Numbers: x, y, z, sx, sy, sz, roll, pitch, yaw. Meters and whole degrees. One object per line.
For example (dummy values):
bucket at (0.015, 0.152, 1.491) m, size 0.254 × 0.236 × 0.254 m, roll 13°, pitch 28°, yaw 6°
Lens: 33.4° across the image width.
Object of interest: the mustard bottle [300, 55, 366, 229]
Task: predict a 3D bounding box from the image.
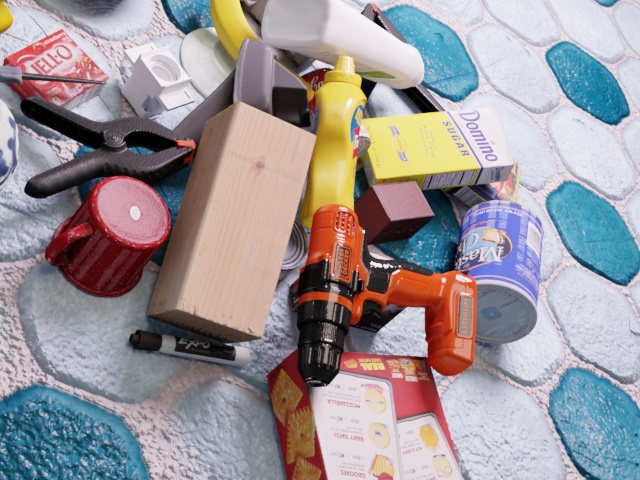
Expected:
mustard bottle at (0.016, -0.108, 1.172) m, size 0.058 × 0.096 × 0.191 m, roll 5°, pitch 83°, yaw 7°

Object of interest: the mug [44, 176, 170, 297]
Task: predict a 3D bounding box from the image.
mug at (-0.200, -0.004, 0.987) m, size 0.117 × 0.082 × 0.093 m, roll -14°, pitch 68°, yaw -43°

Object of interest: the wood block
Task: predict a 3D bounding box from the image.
wood block at (-0.084, -0.014, 1.022) m, size 0.090 × 0.090 × 0.206 m, roll 22°, pitch 73°, yaw -23°

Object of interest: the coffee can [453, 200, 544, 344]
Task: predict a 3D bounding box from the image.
coffee can at (0.208, 0.036, 1.258) m, size 0.102 × 0.103 × 0.140 m, roll 31°, pitch 44°, yaw -15°

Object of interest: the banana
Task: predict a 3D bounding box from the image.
banana at (-0.080, -0.236, 1.246) m, size 0.069 × 0.037 × 0.198 m, roll -25°, pitch 76°, yaw -11°

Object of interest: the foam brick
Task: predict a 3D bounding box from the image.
foam brick at (0.083, -0.033, 1.250) m, size 0.078 × 0.053 × 0.051 m, roll -9°, pitch 64°, yaw -41°

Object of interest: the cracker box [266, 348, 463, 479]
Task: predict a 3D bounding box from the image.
cracker box at (0.049, 0.215, 1.021) m, size 0.163 × 0.072 × 0.214 m, roll 7°, pitch 55°, yaw -33°

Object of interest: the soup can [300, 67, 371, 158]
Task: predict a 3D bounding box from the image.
soup can at (0.009, -0.144, 1.268) m, size 0.068 × 0.069 × 0.102 m, roll -9°, pitch 66°, yaw -42°

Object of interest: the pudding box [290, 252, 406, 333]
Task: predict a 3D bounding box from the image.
pudding box at (0.038, 0.051, 1.124) m, size 0.113 × 0.090 × 0.039 m, roll 15°, pitch 50°, yaw -29°

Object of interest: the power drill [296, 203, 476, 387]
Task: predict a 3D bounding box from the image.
power drill at (0.063, 0.071, 1.035) m, size 0.187 × 0.057 × 0.184 m, roll 21°, pitch 61°, yaw -26°

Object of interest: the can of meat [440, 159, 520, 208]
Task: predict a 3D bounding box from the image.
can of meat at (0.210, -0.083, 1.386) m, size 0.084 × 0.058 × 0.102 m, roll 35°, pitch 44°, yaw -16°

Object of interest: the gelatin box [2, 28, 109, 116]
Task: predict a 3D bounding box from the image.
gelatin box at (-0.273, -0.170, 1.095) m, size 0.073 × 0.030 × 0.089 m, roll 46°, pitch 42°, yaw 1°

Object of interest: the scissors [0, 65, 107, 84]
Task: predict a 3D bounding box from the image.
scissors at (-0.299, -0.161, 1.004) m, size 0.201 × 0.096 × 0.016 m, roll -2°, pitch 84°, yaw -17°

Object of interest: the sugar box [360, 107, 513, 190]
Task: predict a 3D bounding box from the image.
sugar box at (0.139, -0.110, 1.308) m, size 0.176 × 0.048 × 0.093 m, roll -9°, pitch 60°, yaw -10°

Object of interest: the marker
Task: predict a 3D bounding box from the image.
marker at (-0.124, 0.102, 1.011) m, size 0.120 × 0.020 × 0.020 m, roll 14°, pitch 51°, yaw -30°

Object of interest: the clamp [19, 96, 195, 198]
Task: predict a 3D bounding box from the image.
clamp at (-0.211, -0.096, 1.038) m, size 0.171 × 0.039 × 0.120 m, roll -5°, pitch 61°, yaw -27°

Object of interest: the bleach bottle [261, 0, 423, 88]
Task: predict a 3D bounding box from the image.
bleach bottle at (0.044, -0.230, 1.281) m, size 0.250 × 0.103 × 0.068 m, roll 13°, pitch 90°, yaw -55°

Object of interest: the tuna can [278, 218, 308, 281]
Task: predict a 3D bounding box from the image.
tuna can at (-0.057, 0.001, 1.129) m, size 0.086 × 0.034 × 0.086 m, roll 20°, pitch 48°, yaw -25°

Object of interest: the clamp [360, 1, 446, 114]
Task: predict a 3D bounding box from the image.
clamp at (0.096, -0.229, 1.422) m, size 0.164 × 0.036 × 0.210 m, roll 14°, pitch 51°, yaw -29°
